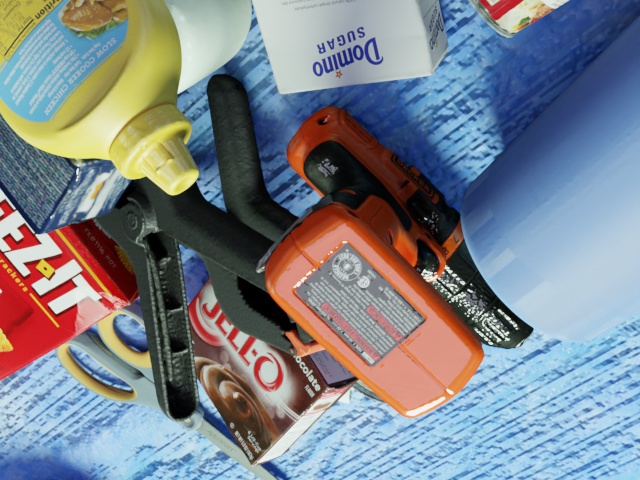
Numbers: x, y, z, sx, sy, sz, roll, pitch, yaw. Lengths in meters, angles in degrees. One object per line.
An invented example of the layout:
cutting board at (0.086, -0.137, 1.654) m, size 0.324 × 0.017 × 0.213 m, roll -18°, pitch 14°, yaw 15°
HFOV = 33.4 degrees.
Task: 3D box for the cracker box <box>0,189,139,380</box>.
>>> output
cracker box at (-0.235, 0.009, 0.714) m, size 0.214 × 0.072 × 0.164 m, roll -29°, pitch 106°, yaw 29°

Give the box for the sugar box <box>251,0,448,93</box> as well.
sugar box at (0.002, -0.168, 0.549) m, size 0.093 × 0.048 × 0.176 m, roll -3°, pitch 121°, yaw 25°

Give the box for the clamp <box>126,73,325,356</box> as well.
clamp at (-0.054, 0.001, 0.640) m, size 0.120 × 0.039 × 0.171 m, roll -40°, pitch 70°, yaw 42°

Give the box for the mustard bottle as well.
mustard bottle at (-0.123, -0.098, 0.519) m, size 0.096 × 0.058 × 0.192 m, roll -43°, pitch 77°, yaw 12°

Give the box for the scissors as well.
scissors at (-0.094, 0.109, 0.761) m, size 0.202 × 0.016 × 0.096 m, roll 27°, pitch 124°, yaw 1°

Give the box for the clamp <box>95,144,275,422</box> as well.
clamp at (-0.087, -0.016, 0.613) m, size 0.165 × 0.036 × 0.210 m, roll -39°, pitch 72°, yaw 46°

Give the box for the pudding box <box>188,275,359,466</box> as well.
pudding box at (-0.038, 0.071, 0.680) m, size 0.113 × 0.039 × 0.090 m, roll 53°, pitch 126°, yaw 19°

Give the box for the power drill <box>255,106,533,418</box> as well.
power drill at (0.046, 0.017, 0.561) m, size 0.184 × 0.187 × 0.057 m, roll 42°, pitch 107°, yaw -6°
